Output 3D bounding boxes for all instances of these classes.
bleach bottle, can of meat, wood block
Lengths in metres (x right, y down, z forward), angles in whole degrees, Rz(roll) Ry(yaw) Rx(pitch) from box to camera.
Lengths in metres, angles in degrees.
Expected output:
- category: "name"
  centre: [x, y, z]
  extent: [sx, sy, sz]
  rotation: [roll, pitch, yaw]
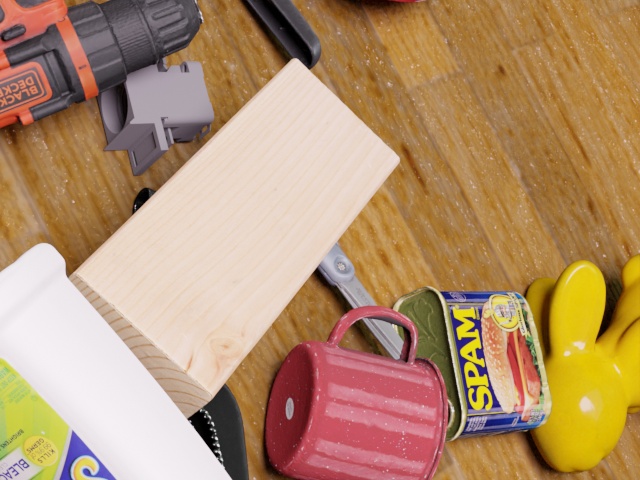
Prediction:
- category: "bleach bottle"
  centre: [-0.079, 0.125, 0.499]
  extent: [0.251, 0.103, 0.068]
  rotation: [47, 31, -6]
- category: "can of meat"
  centre: [0.103, 0.083, 0.721]
  extent: [0.083, 0.058, 0.102]
  rotation: [2, 71, -34]
- category: "wood block"
  centre: [-0.054, 0.001, 0.598]
  extent: [0.091, 0.090, 0.205]
  rotation: [44, 50, -6]

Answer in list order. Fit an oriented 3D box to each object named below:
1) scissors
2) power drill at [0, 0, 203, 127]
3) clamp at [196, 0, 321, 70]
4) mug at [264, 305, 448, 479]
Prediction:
- category: "scissors"
  centre: [0.015, 0.002, 0.711]
  extent: [0.201, 0.016, 0.096]
  rotation: [41, 51, -4]
- category: "power drill"
  centre: [-0.170, -0.155, 0.570]
  extent: [0.184, 0.057, 0.187]
  rotation: [-26, 120, -14]
- category: "clamp"
  centre: [-0.074, -0.191, 0.731]
  extent: [0.120, 0.039, 0.171]
  rotation: [-5, 66, -32]
- category: "mug"
  centre: [0.022, 0.096, 0.639]
  extent: [0.081, 0.093, 0.117]
  rotation: [16, 94, -21]
